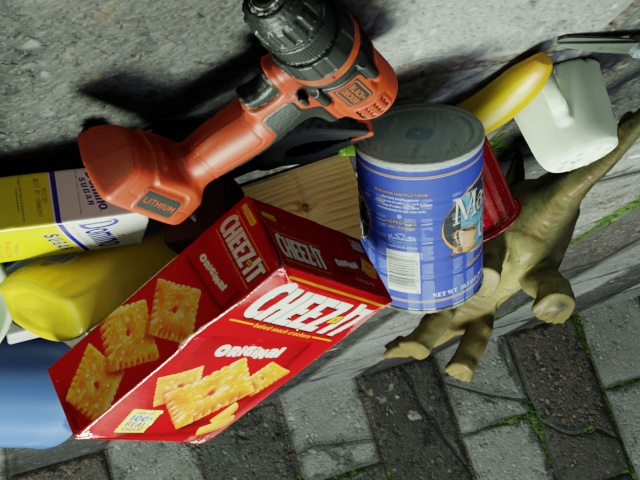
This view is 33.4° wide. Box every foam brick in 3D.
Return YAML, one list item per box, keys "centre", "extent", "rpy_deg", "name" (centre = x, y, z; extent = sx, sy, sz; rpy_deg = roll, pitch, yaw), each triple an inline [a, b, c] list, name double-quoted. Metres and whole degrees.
- centre: [-0.087, -0.018, 0.811]
  extent: [0.051, 0.053, 0.078]
  rpy_deg: [-9, 166, 6]
  name: "foam brick"

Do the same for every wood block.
- centre: [-0.056, 0.001, 0.983]
  extent: [0.206, 0.091, 0.090]
  rpy_deg: [-18, 167, 2]
  name: "wood block"

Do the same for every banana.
- centre: [0.114, -0.101, 0.903]
  extent: [0.198, 0.037, 0.069]
  rpy_deg: [-24, 166, 26]
  name: "banana"

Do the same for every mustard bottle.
- centre: [-0.158, 0.009, 0.864]
  extent: [0.096, 0.058, 0.191]
  rpy_deg: [4, -150, 40]
  name: "mustard bottle"

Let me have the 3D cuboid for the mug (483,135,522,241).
- centre: [0.117, -0.048, 0.984]
  extent: [0.117, 0.081, 0.093]
  rpy_deg: [-9, -154, 38]
  name: "mug"

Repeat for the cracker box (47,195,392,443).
- centre: [-0.073, 0.072, 0.814]
  extent: [0.214, 0.072, 0.164]
  rpy_deg: [-39, 152, 19]
  name: "cracker box"

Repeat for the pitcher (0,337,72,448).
- centre: [-0.390, 0.166, 1.186]
  extent: [0.149, 0.145, 0.242]
  rpy_deg: [-34, 159, 16]
  name: "pitcher"

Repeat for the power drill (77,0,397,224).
- centre: [-0.054, -0.083, 0.663]
  extent: [0.188, 0.057, 0.184]
  rpy_deg: [-28, 160, 15]
  name: "power drill"

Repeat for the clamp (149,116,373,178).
- centre: [-0.048, -0.070, 0.816]
  extent: [0.171, 0.039, 0.120]
  rpy_deg: [-9, 173, -8]
  name: "clamp"

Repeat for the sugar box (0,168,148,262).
- centre: [-0.213, -0.014, 0.759]
  extent: [0.176, 0.048, 0.093]
  rpy_deg: [-6, 168, -13]
  name: "sugar box"

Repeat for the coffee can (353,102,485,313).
- centre: [0.082, -0.027, 0.867]
  extent: [0.102, 0.103, 0.140]
  rpy_deg: [-15, 124, -13]
  name: "coffee can"
